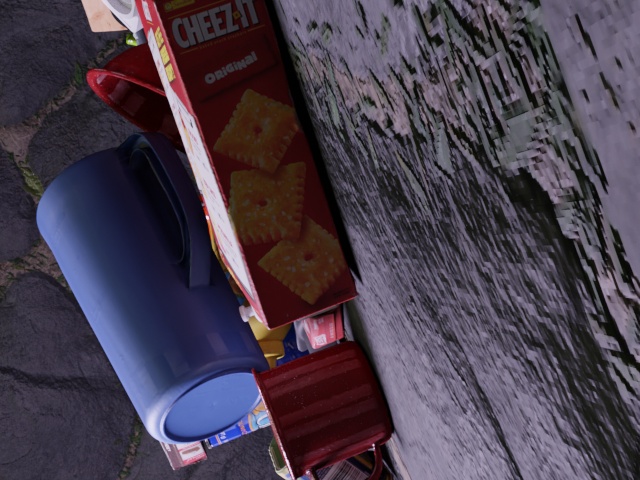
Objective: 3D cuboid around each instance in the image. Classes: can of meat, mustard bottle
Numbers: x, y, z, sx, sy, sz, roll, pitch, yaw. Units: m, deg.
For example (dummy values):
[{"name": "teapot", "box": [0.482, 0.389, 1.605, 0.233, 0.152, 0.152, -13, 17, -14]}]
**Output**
[{"name": "can of meat", "box": [0.006, 0.190, 0.910, 0.084, 0.057, 0.102, 38, 179, -11]}, {"name": "mustard bottle", "box": [-0.062, 0.031, 0.947, 0.096, 0.058, 0.191, 144, 121, -62]}]

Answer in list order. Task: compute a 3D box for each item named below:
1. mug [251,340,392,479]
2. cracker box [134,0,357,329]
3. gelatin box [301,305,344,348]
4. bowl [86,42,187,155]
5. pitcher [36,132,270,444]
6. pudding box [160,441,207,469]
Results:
[{"name": "mug", "box": [0.006, 0.134, 0.791, 0.093, 0.081, 0.117, 82, 166, -62]}, {"name": "cracker box", "box": [-0.053, -0.069, 0.711, 0.164, 0.072, 0.213, -135, 27, -70]}, {"name": "gelatin box", "box": [-0.011, 0.033, 0.849, 0.073, 0.030, 0.089, 85, 164, -66]}, {"name": "bowl", "box": [-0.105, -0.114, 0.865, 0.162, 0.055, 0.162, 26, 169, 5]}, {"name": "pitcher", "box": [-0.134, 0.037, 0.889, 0.243, 0.145, 0.149, 57, 178, 33]}, {"name": "pudding box", "box": [-0.146, 0.145, 1.008, 0.113, 0.039, 0.090, -114, 7, -45]}]
